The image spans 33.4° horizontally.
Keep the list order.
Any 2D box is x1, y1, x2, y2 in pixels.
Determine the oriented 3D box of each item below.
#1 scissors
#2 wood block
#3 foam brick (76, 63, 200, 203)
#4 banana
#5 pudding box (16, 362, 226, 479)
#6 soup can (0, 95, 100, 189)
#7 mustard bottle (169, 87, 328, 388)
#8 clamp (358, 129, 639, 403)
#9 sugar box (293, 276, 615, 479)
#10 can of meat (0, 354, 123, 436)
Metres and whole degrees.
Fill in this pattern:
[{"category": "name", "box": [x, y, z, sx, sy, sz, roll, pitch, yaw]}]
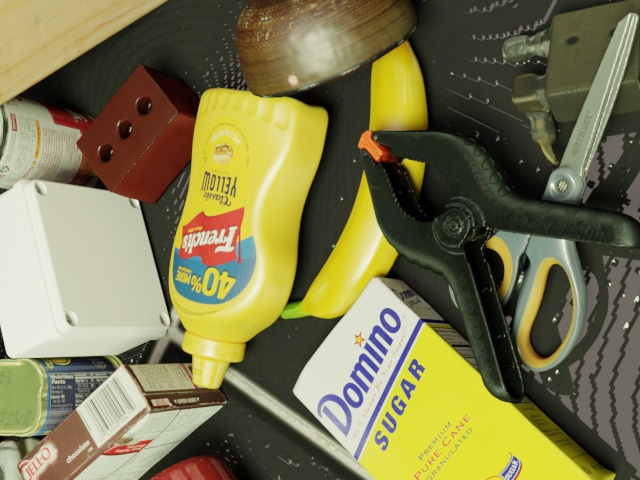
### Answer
[{"category": "scissors", "box": [0.118, -0.027, 0.591, 0.096, 0.016, 0.202, 16, 109, 39]}, {"category": "wood block", "box": [-0.210, -0.165, 0.711, 0.091, 0.205, 0.090, 32, 146, 28]}, {"category": "foam brick", "box": [-0.120, -0.073, 0.740, 0.078, 0.051, 0.053, -48, 65, 18]}, {"category": "banana", "box": [0.030, -0.031, 0.659, 0.070, 0.037, 0.198, 25, 98, 29]}, {"category": "pudding box", "box": [-0.130, 0.127, 0.705, 0.114, 0.089, 0.039, -41, 69, 20]}, {"category": "soup can", "box": [-0.212, -0.068, 0.763, 0.069, 0.102, 0.068, -3, 84, 30]}, {"category": "mustard bottle", "box": [-0.055, 0.001, 0.691, 0.096, 0.058, 0.191, 13, 93, 41]}, {"category": "clamp", "box": [0.081, 0.003, 0.587, 0.172, 0.039, 0.120, 37, 104, 32]}, {"category": "sugar box", "box": [0.071, 0.111, 0.617, 0.176, 0.048, 0.093, 42, 105, 25]}, {"category": "can of meat", "box": [-0.202, 0.109, 0.750, 0.102, 0.083, 0.057, -6, 82, 29]}]
